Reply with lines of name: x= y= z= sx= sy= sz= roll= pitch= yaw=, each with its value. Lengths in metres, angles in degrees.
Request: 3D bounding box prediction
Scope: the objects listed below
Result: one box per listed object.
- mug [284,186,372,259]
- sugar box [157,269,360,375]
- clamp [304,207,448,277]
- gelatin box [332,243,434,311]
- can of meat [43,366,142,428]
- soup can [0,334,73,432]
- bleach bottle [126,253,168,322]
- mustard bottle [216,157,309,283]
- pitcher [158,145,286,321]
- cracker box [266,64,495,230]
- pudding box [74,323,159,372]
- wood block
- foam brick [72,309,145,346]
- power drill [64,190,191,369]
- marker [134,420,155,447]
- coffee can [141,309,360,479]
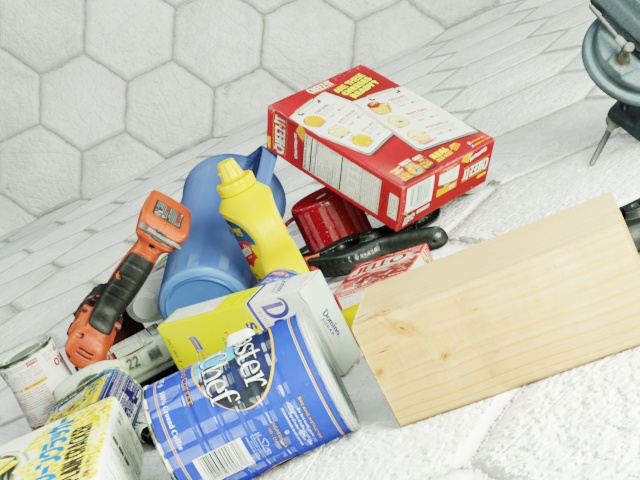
mug: x=0.005 y=-0.016 z=1.303 sx=0.117 sy=0.081 sz=0.093 roll=-21 pitch=15 yaw=21
sugar box: x=-0.060 y=0.094 z=0.994 sx=0.177 sy=0.093 sz=0.048 roll=-17 pitch=17 yaw=35
clamp: x=0.067 y=0.006 z=1.207 sx=0.171 sy=0.039 sz=0.120 roll=-25 pitch=10 yaw=0
gelatin box: x=0.065 y=0.040 z=1.099 sx=0.089 sy=0.030 sz=0.073 roll=-18 pitch=16 yaw=30
can of meat: x=-0.220 y=0.176 z=1.009 sx=0.102 sy=0.057 sz=0.084 roll=-33 pitch=19 yaw=18
soup can: x=-0.298 y=0.162 z=1.154 sx=0.068 sy=0.102 sz=0.068 roll=-25 pitch=13 yaw=6
bleach bottle: x=-0.186 y=0.053 z=1.366 sx=0.102 sy=0.068 sz=0.250 roll=-28 pitch=6 yaw=9
mustard bottle: x=-0.058 y=0.002 z=1.118 sx=0.058 sy=0.191 sz=0.096 roll=-29 pitch=16 yaw=-11
pitcher: x=-0.112 y=0.002 z=1.257 sx=0.145 sy=0.149 sz=0.242 roll=-9 pitch=32 yaw=10
cracker box: x=0.067 y=-0.112 z=1.243 sx=0.214 sy=0.072 sz=0.163 roll=34 pitch=46 yaw=31
pudding box: x=-0.224 y=0.141 z=1.232 sx=0.113 sy=0.039 sz=0.090 roll=-26 pitch=11 yaw=-13
wood block: x=0.139 y=0.052 z=0.798 sx=0.206 sy=0.090 sz=0.090 roll=-23 pitch=14 yaw=16
foam brick: x=-0.263 y=0.108 z=1.345 sx=0.051 sy=0.078 sz=0.052 roll=-12 pitch=22 yaw=44
power drill: x=-0.214 y=0.039 z=1.189 sx=0.188 sy=0.057 sz=0.184 roll=-57 pitch=14 yaw=13
marker: x=-0.179 y=0.184 z=1.034 sx=0.020 sy=0.020 sz=0.121 roll=-33 pitch=15 yaw=-28
coffee can: x=-0.053 y=0.129 z=0.830 sx=0.140 sy=0.103 sz=0.103 roll=-26 pitch=14 yaw=1
